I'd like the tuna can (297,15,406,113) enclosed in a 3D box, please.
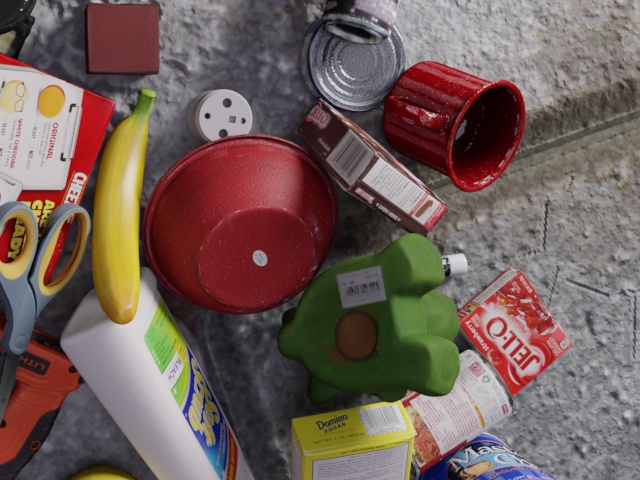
[{"bbox_3d":[0.027,-0.147,0.875,0.086,0.034,0.086,-2,97,-14],"label":"tuna can"}]

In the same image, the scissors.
[{"bbox_3d":[-0.228,0.058,0.763,0.096,0.016,0.201,39,73,-52],"label":"scissors"}]

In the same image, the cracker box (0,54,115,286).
[{"bbox_3d":[-0.263,-0.058,0.737,0.213,0.072,0.164,19,93,-55],"label":"cracker box"}]

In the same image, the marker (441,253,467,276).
[{"bbox_3d":[0.066,0.027,0.915,0.121,0.020,0.020,-7,99,-14],"label":"marker"}]

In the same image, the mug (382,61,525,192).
[{"bbox_3d":[0.097,-0.096,0.854,0.117,0.082,0.093,1,112,-46],"label":"mug"}]

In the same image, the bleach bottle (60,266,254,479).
[{"bbox_3d":[-0.109,0.150,0.854,0.068,0.102,0.251,-23,111,16],"label":"bleach bottle"}]

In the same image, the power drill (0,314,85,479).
[{"bbox_3d":[-0.278,0.148,0.823,0.184,0.057,0.188,25,93,-20],"label":"power drill"}]

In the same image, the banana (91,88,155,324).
[{"bbox_3d":[-0.152,-0.019,0.804,0.037,0.070,0.198,7,61,-16],"label":"banana"}]

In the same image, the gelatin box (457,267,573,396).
[{"bbox_3d":[0.169,0.081,0.942,0.073,0.030,0.089,-39,104,-7],"label":"gelatin box"}]

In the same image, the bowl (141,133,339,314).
[{"bbox_3d":[-0.055,0.001,0.833,0.162,0.055,0.162,-8,121,-13],"label":"bowl"}]

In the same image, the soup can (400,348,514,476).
[{"bbox_3d":[0.106,0.146,0.915,0.102,0.069,0.068,-31,103,-10],"label":"soup can"}]

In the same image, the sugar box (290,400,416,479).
[{"bbox_3d":[0.022,0.213,0.875,0.093,0.048,0.176,-7,130,-13],"label":"sugar box"}]

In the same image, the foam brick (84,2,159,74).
[{"bbox_3d":[-0.151,-0.151,0.806,0.053,0.078,0.051,-1,99,-14],"label":"foam brick"}]

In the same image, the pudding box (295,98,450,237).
[{"bbox_3d":[0.039,-0.057,0.837,0.090,0.114,0.039,32,104,-35],"label":"pudding box"}]

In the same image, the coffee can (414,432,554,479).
[{"bbox_3d":[0.149,0.229,0.898,0.102,0.140,0.103,-2,97,-15],"label":"coffee can"}]
